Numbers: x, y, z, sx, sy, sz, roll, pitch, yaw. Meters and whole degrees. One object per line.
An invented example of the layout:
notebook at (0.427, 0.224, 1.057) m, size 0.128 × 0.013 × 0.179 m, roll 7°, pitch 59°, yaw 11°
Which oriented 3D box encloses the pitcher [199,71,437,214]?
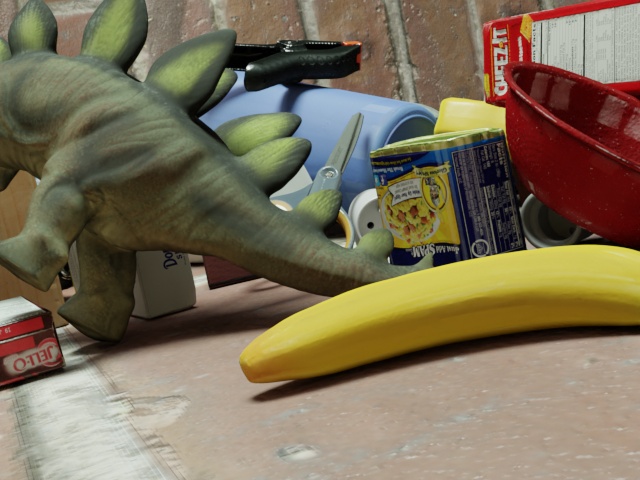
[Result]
pitcher at (-0.011, -0.075, 0.996) m, size 0.243 × 0.149 × 0.144 m, roll 14°, pitch 25°, yaw 43°

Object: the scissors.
scissors at (-0.014, -0.042, 0.805) m, size 0.096 × 0.016 × 0.201 m, roll 2°, pitch 40°, yaw 0°

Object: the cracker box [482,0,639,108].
cracker box at (0.241, -0.129, 0.757) m, size 0.164 × 0.072 × 0.214 m, roll -2°, pitch 5°, yaw -24°

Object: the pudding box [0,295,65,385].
pudding box at (-0.208, 0.065, 0.636) m, size 0.089 × 0.039 × 0.114 m, roll -14°, pitch 9°, yaw -22°

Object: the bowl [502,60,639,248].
bowl at (0.166, -0.042, 0.610) m, size 0.162 × 0.055 × 0.162 m, roll 20°, pitch 24°, yaw -10°

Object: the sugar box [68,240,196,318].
sugar box at (-0.149, 0.004, 0.798) m, size 0.048 × 0.093 × 0.176 m, roll -16°, pitch 9°, yaw -29°

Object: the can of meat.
can of meat at (0.078, -0.023, 0.664) m, size 0.057 × 0.084 × 0.102 m, roll -16°, pitch 8°, yaw -30°

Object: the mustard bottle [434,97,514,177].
mustard bottle at (0.198, -0.078, 0.895) m, size 0.192 × 0.058 × 0.096 m, roll 9°, pitch -16°, yaw 26°

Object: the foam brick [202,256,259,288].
foam brick at (-0.055, 0.001, 0.827) m, size 0.078 × 0.051 × 0.053 m, roll -13°, pitch 7°, yaw -8°

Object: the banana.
banana at (0.064, 0.029, 0.462) m, size 0.198 × 0.037 × 0.069 m, roll -10°, pitch 6°, yaw 15°

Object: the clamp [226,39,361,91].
clamp at (-0.039, -0.168, 0.988) m, size 0.171 × 0.039 × 0.120 m, roll -13°, pitch 32°, yaw -44°
